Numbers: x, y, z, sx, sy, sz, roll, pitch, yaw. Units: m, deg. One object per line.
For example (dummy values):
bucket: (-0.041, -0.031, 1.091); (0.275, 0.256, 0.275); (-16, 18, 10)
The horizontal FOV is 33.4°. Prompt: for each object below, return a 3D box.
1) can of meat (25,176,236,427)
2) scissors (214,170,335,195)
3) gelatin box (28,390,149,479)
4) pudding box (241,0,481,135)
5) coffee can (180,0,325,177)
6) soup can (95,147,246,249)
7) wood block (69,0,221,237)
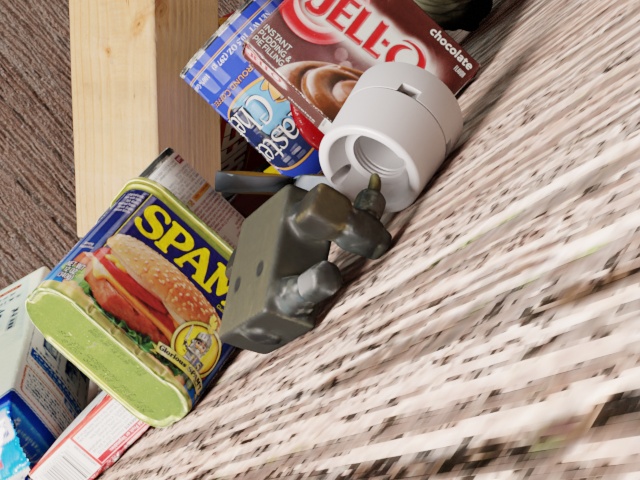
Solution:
can of meat: (-0.088, 0.032, 0.548); (0.058, 0.102, 0.083); (-37, 13, 51)
scissors: (-0.023, -0.036, 0.685); (0.202, 0.096, 0.016); (-156, 70, -80)
gelatin box: (-0.119, 0.103, 0.621); (0.089, 0.030, 0.073); (-43, 6, 18)
pudding box: (0.023, -0.107, 0.633); (0.090, 0.113, 0.039); (-47, 4, -10)
coffee can: (-0.023, -0.114, 0.825); (0.103, 0.140, 0.103); (-45, 7, 7)
soup can: (-0.077, 0.002, 0.645); (0.068, 0.102, 0.068); (-45, 7, 7)
wood block: (-0.142, -0.106, 0.877); (0.090, 0.206, 0.090); (5, 10, 31)
